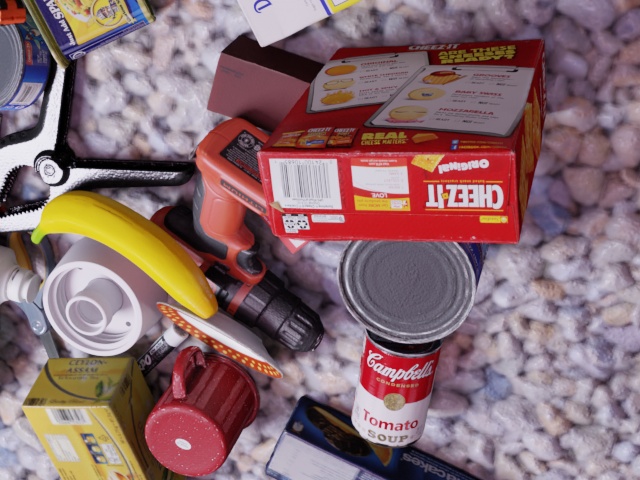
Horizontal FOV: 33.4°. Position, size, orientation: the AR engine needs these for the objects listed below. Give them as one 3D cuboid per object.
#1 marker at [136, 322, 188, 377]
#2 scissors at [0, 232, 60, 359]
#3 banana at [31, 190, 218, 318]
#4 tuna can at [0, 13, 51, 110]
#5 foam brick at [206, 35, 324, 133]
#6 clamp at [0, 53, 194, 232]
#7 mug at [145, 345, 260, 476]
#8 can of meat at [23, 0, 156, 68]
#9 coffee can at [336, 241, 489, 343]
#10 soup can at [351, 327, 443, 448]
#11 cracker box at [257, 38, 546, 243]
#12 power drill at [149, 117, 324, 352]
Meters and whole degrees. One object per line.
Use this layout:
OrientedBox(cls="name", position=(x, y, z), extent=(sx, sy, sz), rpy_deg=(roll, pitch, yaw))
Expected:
OrientedBox(cls="marker", position=(-0.169, 0.120, 1.030), extent=(0.020, 0.020, 0.121), rpy_deg=(43, 120, -7))
OrientedBox(cls="scissors", position=(-0.292, 0.071, 1.045), extent=(0.096, 0.016, 0.202), rpy_deg=(9, 118, 14))
OrientedBox(cls="banana", position=(-0.167, 0.002, 0.904), extent=(0.198, 0.037, 0.070), rpy_deg=(23, 136, 23))
OrientedBox(cls="tuna can", position=(-0.266, -0.152, 0.895), extent=(0.086, 0.033, 0.086), rpy_deg=(4, 96, 34))
OrientedBox(cls="foam brick", position=(-0.043, -0.122, 0.851), extent=(0.078, 0.051, 0.053), rpy_deg=(21, 119, 5))
OrientedBox(cls="clamp", position=(-0.234, -0.079, 0.939), extent=(0.210, 0.036, 0.164), rpy_deg=(-27, 104, 23))
OrientedBox(cls="mug", position=(-0.114, 0.155, 0.995), extent=(0.093, 0.081, 0.117), rpy_deg=(0, 116, 17))
OrientedBox(cls="can of meat", position=(-0.188, -0.200, 0.839), extent=(0.084, 0.057, 0.102), rpy_deg=(-25, 109, 2))
OrientedBox(cls="coffee can", position=(0.079, 0.000, 0.824), extent=(0.103, 0.140, 0.103), rpy_deg=(7, 118, 13))
OrientedBox(cls="soup can", position=(0.066, 0.121, 0.932), extent=(0.068, 0.068, 0.102), rpy_deg=(13, 120, 10))
OrientedBox(cls="cracker box", position=(0.068, -0.074, 0.748), extent=(0.164, 0.213, 0.072), rpy_deg=(1, 118, 17))
OrientedBox(cls="power drill", position=(-0.056, 0.001, 0.878), extent=(0.184, 0.057, 0.188), rpy_deg=(34, 142, 4))
